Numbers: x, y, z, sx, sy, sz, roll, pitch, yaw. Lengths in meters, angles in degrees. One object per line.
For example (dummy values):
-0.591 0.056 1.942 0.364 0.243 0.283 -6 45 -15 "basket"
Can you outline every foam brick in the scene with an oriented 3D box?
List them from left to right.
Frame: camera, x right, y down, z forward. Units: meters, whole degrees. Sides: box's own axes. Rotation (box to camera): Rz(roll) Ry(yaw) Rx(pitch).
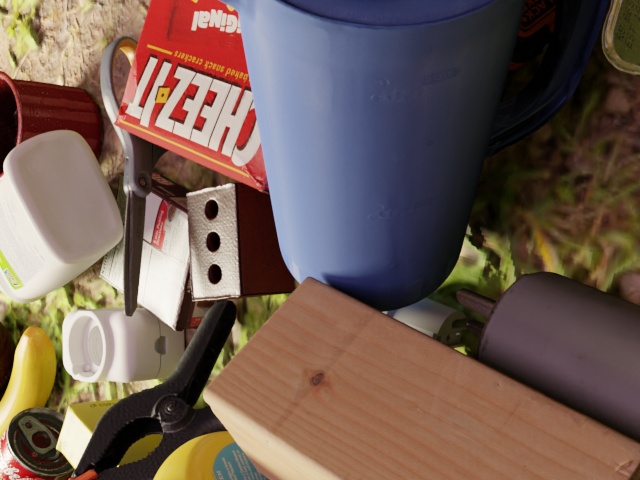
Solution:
-0.055 0.001 0.733 0.053 0.051 0.078 -8 84 45 "foam brick"

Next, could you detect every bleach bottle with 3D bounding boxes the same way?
-0.239 -0.006 0.881 0.251 0.068 0.102 -23 92 60 "bleach bottle"

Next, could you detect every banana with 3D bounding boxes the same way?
-0.278 0.151 0.949 0.037 0.069 0.198 45 111 20 "banana"

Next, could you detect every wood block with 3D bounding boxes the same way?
0.053 0.109 0.522 0.206 0.090 0.090 26 65 40 "wood block"

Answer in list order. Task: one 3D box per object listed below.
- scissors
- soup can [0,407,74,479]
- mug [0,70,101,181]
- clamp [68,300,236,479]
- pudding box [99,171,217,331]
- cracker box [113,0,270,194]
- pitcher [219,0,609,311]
-0.118 -0.047 0.768 0.016 0.096 0.202 -14 81 35 "scissors"
-0.258 0.201 0.928 0.102 0.068 0.068 -51 56 33 "soup can"
-0.245 -0.084 0.905 0.093 0.081 0.117 55 125 31 "mug"
-0.084 0.122 0.712 0.120 0.171 0.039 28 154 39 "clamp"
-0.118 0.006 0.807 0.114 0.039 0.090 30 112 44 "pudding box"
-0.038 -0.150 0.686 0.164 0.071 0.214 25 100 42 "cracker box"
0.038 -0.070 0.531 0.149 0.144 0.243 29 151 20 "pitcher"
